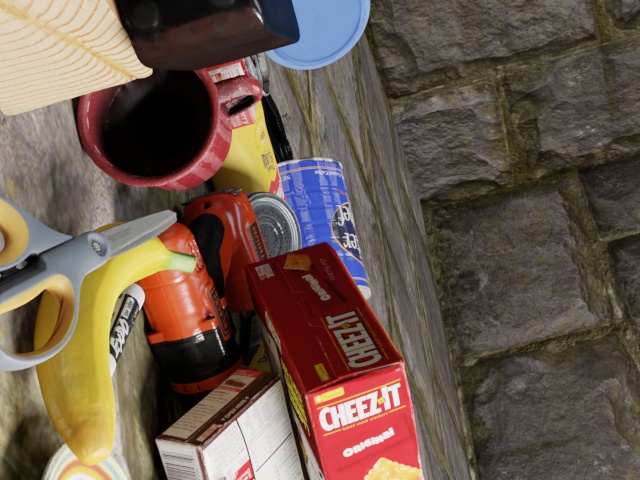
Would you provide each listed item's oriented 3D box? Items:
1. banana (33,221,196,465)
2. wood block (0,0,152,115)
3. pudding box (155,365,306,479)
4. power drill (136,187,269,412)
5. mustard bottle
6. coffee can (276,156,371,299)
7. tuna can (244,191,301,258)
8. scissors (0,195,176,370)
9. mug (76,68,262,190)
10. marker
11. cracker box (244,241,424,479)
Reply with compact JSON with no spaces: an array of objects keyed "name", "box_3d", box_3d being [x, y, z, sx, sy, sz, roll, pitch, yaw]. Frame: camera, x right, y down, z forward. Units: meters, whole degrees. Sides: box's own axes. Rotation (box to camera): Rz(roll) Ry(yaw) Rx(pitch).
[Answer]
[{"name":"banana","box_3d":[-0.115,0.038,0.570,0.197,0.069,0.037,-74,-170,-60]},{"name":"wood block","box_3d":[-0.155,-0.186,0.580,0.090,0.090,0.206,60,18,-61]},{"name":"pudding box","box_3d":[-0.052,0.152,0.690,0.089,0.039,0.113,-39,126,-47]},{"name":"power drill","box_3d":[-0.074,0.052,0.787,0.187,0.057,0.184,-78,153,-70]},{"name":"mustard bottle","box_3d":[-0.062,-0.037,0.988,0.096,0.058,0.191,-50,126,-72]},{"name":"coffee can","box_3d":[-0.013,-0.001,1.079,0.102,0.103,0.140,43,34,-72]},{"name":"tuna can","box_3d":[-0.056,0.001,0.913,0.085,0.034,0.086,5,84,-47]},{"name":"scissors","box_3d":[-0.132,-0.007,0.539,0.096,0.016,0.201,54,24,-15]},{"name":"mug","box_3d":[-0.094,-0.082,0.712,0.081,0.117,0.093,31,36,-83]},{"name":"marker","box_3d":[-0.122,0.060,0.615,0.121,0.020,0.020,-84,158,-64]},{"name":"cracker box","box_3d":[0.019,0.132,0.737,0.164,0.072,0.214,-123,-162,-58]}]
